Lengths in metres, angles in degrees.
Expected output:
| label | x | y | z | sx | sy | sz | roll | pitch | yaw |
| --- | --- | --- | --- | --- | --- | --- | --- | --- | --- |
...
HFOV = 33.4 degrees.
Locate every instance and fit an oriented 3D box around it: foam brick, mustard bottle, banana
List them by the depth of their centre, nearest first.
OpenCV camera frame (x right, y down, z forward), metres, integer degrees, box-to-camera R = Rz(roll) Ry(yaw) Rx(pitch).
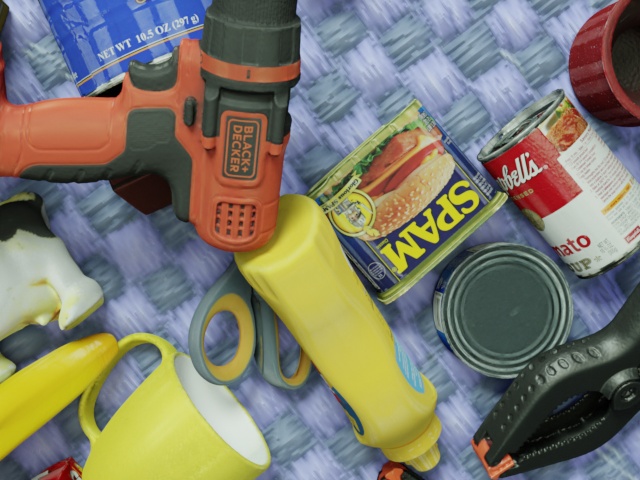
| label | x | y | z | sx | sy | sz | roll | pitch | yaw |
| --- | --- | --- | --- | --- | --- | --- | --- | --- | --- |
| banana | -0.204 | 0.122 | 0.630 | 0.198 | 0.069 | 0.037 | -42 | 88 | 3 |
| foam brick | -0.088 | -0.059 | 0.637 | 0.078 | 0.053 | 0.051 | -25 | 70 | 3 |
| mustard bottle | 0.021 | 0.066 | 0.641 | 0.058 | 0.096 | 0.191 | -33 | 113 | 0 |

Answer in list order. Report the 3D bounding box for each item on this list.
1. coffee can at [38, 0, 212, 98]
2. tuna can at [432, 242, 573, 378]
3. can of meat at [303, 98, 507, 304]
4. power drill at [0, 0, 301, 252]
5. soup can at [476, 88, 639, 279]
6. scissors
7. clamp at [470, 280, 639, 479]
| label | x | y | z | sx | sy | sz | roll | pitch | yaw |
| --- | --- | --- | --- | --- | --- | --- | --- | --- | --- |
| coffee can | -0.118 | -0.161 | 0.616 | 0.102 | 0.103 | 0.140 | -23 | 95 | -5 |
| tuna can | 0.116 | 0.044 | 0.686 | 0.086 | 0.034 | 0.086 | 0 | 93 | -6 |
| can of meat | 0.050 | -0.025 | 0.665 | 0.102 | 0.057 | 0.084 | -41 | 94 | -3 |
| power drill | -0.104 | -0.085 | 0.541 | 0.187 | 0.057 | 0.184 | 5 | 115 | -3 |
| soup can | 0.156 | -0.035 | 0.669 | 0.068 | 0.068 | 0.102 | -41 | 97 | -3 |
| scissors | -0.054 | 0.001 | 0.657 | 0.096 | 0.016 | 0.202 | -20 | 96 | -37 |
| clamp | 0.194 | 0.087 | 0.678 | 0.210 | 0.036 | 0.164 | -40 | 129 | 10 |
